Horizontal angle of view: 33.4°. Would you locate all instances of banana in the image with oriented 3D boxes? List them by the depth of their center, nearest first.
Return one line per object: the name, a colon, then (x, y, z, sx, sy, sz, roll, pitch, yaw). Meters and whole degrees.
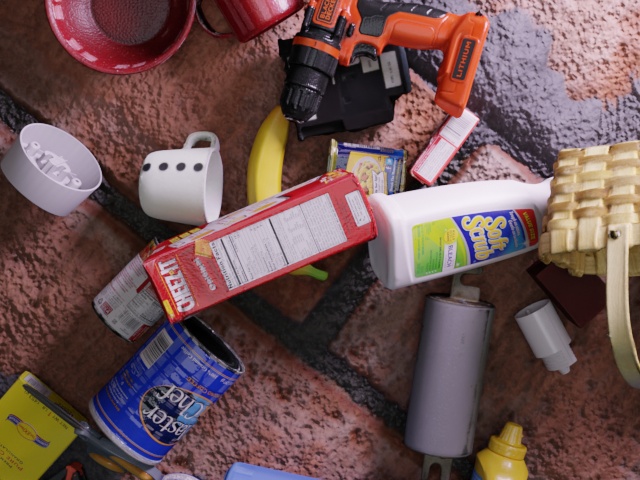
banana: (-0.046, -0.045, 1.169, 0.069, 0.037, 0.198, -14, 94, -1)

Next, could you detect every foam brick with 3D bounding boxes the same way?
foam brick: (0.273, 0.047, 1.165, 0.053, 0.051, 0.078, -40, 94, 3)

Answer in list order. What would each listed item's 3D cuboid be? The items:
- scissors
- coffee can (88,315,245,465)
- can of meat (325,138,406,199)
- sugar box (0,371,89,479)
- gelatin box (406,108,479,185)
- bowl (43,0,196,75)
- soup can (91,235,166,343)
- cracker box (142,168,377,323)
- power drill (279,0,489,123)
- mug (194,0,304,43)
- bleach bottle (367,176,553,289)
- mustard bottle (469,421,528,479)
scissors: (-0.257, 0.209, 1.147, 0.201, 0.096, 0.016, 41, 59, -26)
coffee can: (-0.166, 0.157, 1.155, 0.103, 0.103, 0.140, 43, 94, -3)
can of meat: (0.046, -0.055, 1.157, 0.084, 0.057, 0.102, 7, 96, -2)
sugar box: (-0.353, 0.242, 1.194, 0.093, 0.048, 0.176, 41, 93, -3)
gelatin box: (0.129, -0.101, 1.143, 0.030, 0.073, 0.089, 36, 95, -2)
bowl: (-0.209, -0.256, 1.142, 0.162, 0.055, 0.162, 0, 95, 2)
soup can: (-0.191, 0.054, 1.164, 0.102, 0.068, 0.068, -44, 93, 4)
cracker box: (-0.057, 0.001, 1.046, 0.213, 0.164, 0.072, -23, 97, -1)
power drill: (0.065, -0.186, 1.081, 0.187, 0.057, 0.184, 18, 89, 3)
mug: (-0.080, -0.257, 1.128, 0.117, 0.093, 0.081, -28, 99, 17)
bleach bottle: (0.176, -0.024, 1.128, 0.250, 0.068, 0.102, -14, 123, -16)
mustard bottle: (0.183, 0.290, 1.165, 0.058, 0.096, 0.192, 16, 95, 0)
